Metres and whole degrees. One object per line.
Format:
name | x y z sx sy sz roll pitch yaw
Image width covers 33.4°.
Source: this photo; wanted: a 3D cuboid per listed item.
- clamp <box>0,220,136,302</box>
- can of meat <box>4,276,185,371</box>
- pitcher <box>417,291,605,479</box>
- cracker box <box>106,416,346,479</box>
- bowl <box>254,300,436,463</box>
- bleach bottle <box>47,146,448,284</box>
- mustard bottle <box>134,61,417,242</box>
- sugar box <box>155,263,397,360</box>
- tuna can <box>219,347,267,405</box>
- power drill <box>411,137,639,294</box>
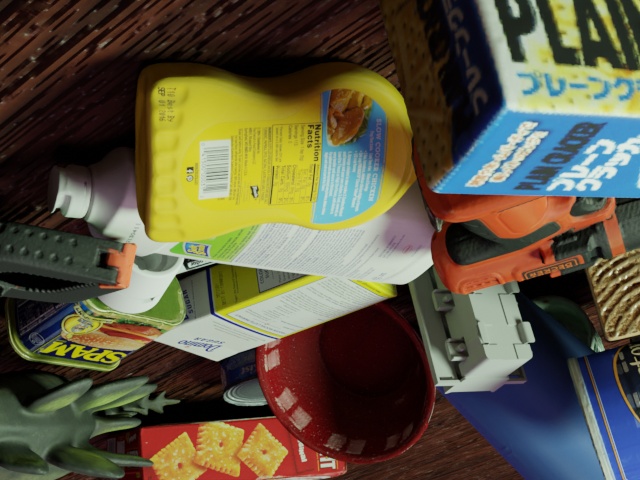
clamp | -0.213 0.011 0.646 0.210 0.036 0.164 -2 159 26
can of meat | -0.162 0.050 0.779 0.084 0.057 0.101 -31 149 31
pitcher | 0.200 0.151 0.911 0.149 0.243 0.144 -51 170 22
cracker box | -0.102 0.225 1.116 0.213 0.072 0.164 0 167 -23
bowl | 0.028 0.104 0.900 0.162 0.162 0.055 -26 -175 30
bleach bottle | -0.040 -0.023 0.667 0.250 0.068 0.103 6 147 -26
mustard bottle | -0.006 -0.052 0.599 0.191 0.058 0.096 -4 116 -17
sugar box | -0.039 0.041 0.824 0.176 0.048 0.093 -19 154 26
tuna can | -0.052 0.127 1.012 0.086 0.034 0.086 -9 155 -4
power drill | 0.136 -0.028 0.574 0.184 0.057 0.187 -19 159 13
